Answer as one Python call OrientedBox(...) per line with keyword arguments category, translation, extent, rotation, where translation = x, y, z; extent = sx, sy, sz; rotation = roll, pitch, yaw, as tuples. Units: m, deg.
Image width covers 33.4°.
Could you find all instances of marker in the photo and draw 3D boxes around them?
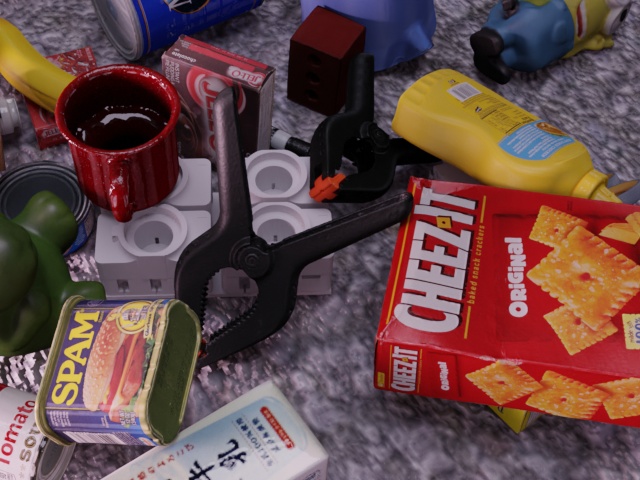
OrientedBox(category="marker", translation=(-0.056, -0.100, 0.964), extent=(0.121, 0.020, 0.020), rotation=(26, 57, 16))

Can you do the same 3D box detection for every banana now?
OrientedBox(category="banana", translation=(-0.231, -0.143, 0.941), extent=(0.198, 0.037, 0.069), rotation=(26, 39, 16))

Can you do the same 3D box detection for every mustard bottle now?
OrientedBox(category="mustard bottle", translation=(0.158, -0.071, 0.867), extent=(0.192, 0.058, 0.096), rotation=(34, 36, 24))

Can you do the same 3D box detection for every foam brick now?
OrientedBox(category="foam brick", translation=(0.005, -0.163, 0.976), extent=(0.053, 0.078, 0.051), rotation=(26, 56, 15))

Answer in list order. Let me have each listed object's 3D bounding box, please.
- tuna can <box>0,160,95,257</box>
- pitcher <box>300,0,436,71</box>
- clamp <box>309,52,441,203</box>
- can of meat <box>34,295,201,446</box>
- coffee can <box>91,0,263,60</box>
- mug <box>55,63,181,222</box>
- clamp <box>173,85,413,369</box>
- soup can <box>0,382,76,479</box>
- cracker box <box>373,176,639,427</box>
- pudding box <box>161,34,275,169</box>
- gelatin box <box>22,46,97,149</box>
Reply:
OrientedBox(category="tuna can", translation=(-0.233, -0.024, 0.893), extent=(0.086, 0.034, 0.086), rotation=(1, 54, -2))
OrientedBox(category="pitcher", translation=(0.030, -0.286, 0.965), extent=(0.149, 0.243, 0.145), rotation=(1, 54, 7))
OrientedBox(category="clamp", translation=(0.048, -0.077, 0.905), extent=(0.120, 0.039, 0.171), rotation=(37, 48, -8))
OrientedBox(category="can of meat", translation=(-0.135, 0.089, 0.725), extent=(0.084, 0.057, 0.102), rotation=(-2, 60, 21))
OrientedBox(category="coffee can", translation=(-0.138, -0.244, 1.013), extent=(0.140, 0.103, 0.103), rotation=(-28, 60, -21))
OrientedBox(category="mug", translation=(-0.151, -0.066, 0.820), extent=(0.093, 0.081, 0.117), rotation=(-5, 54, -6))
OrientedBox(category="clamp", translation=(-0.055, 0.001, 0.798), extent=(0.164, 0.036, 0.210), rotation=(37, 103, -5))
OrientedBox(category="soup can", translation=(-0.232, 0.135, 0.758), extent=(0.102, 0.068, 0.068), rotation=(17, 55, 9))
OrientedBox(category="cracker box", translation=(0.157, 0.041, 0.781), extent=(0.214, 0.072, 0.164), rotation=(8, 49, 8))
OrientedBox(category="pudding box", translation=(-0.087, -0.111, 0.913), extent=(0.090, 0.113, 0.039), rotation=(22, 53, 13))
OrientedBox(category="gelatin box", translation=(-0.232, -0.131, 0.972), extent=(0.073, 0.030, 0.089), rotation=(-17, 56, -14))
